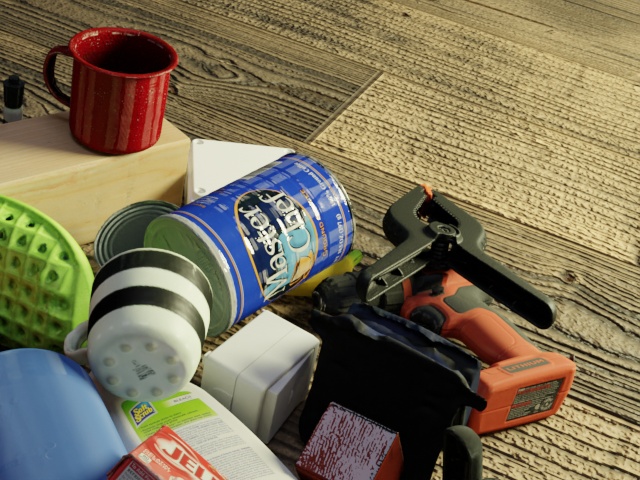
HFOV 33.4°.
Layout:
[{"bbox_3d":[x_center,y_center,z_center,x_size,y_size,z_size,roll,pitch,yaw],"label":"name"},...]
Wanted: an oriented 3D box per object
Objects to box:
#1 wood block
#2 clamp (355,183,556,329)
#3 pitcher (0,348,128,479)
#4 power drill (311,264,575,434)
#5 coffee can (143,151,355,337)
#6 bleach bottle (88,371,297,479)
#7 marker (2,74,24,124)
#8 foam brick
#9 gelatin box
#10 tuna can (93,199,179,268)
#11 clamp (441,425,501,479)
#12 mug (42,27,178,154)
[{"bbox_3d":[-0.230,-0.053,0.954,0.205,0.090,0.091,-19,45,-40],"label":"wood block"},{"bbox_3d":[0.094,0.007,0.919,0.164,0.036,0.210,7,27,-15],"label":"clamp"},{"bbox_3d":[-0.164,0.175,0.608,0.149,0.145,0.243,31,13,-39],"label":"pitcher"},{"bbox_3d":[0.106,0.078,0.896,0.184,0.057,0.188,-9,39,-29],"label":"power drill"},{"bbox_3d":[-0.056,0.001,0.858,0.103,0.103,0.140,34,46,30],"label":"coffee can"},{"bbox_3d":[-0.086,0.147,0.727,0.102,0.068,0.251,-12,38,-32],"label":"bleach bottle"},{"bbox_3d":[-0.280,-0.095,0.970,0.020,0.121,0.020,9,33,-6],"label":"marker"},{"bbox_3d":[0.022,0.154,0.724,0.051,0.078,0.053,22,64,20],"label":"foam brick"},{"bbox_3d":[-0.071,0.146,0.588,0.089,0.030,0.073,41,6,4],"label":"gelatin box"},{"bbox_3d":[-0.147,0.009,0.909,0.086,0.034,0.086,-5,52,6],"label":"tuna can"},{"bbox_3d":[0.088,0.172,0.680,0.171,0.120,0.039,20,26,-52],"label":"clamp"},{"bbox_3d":[-0.186,-0.132,0.927,0.117,0.082,0.093,16,34,3],"label":"mug"}]
